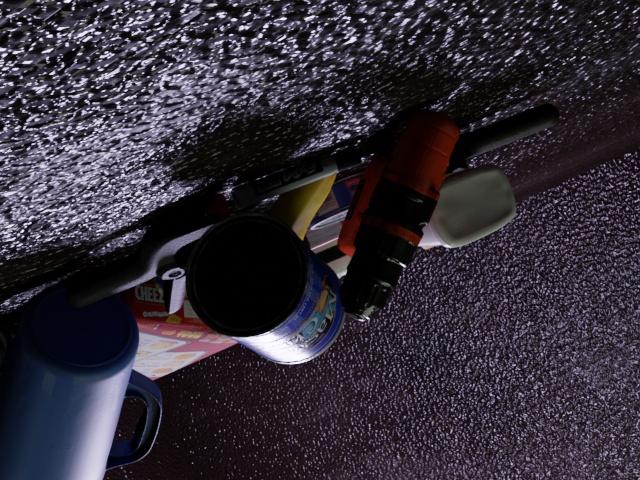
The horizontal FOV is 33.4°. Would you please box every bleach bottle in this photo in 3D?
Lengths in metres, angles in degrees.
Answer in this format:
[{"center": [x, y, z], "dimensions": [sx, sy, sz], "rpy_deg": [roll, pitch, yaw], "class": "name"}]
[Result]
[{"center": [0.098, -0.026, 1.147], "dimensions": [0.102, 0.068, 0.251], "rpy_deg": [-22, -175, -25], "class": "bleach bottle"}]

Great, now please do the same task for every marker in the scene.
[{"center": [-0.017, -0.055, 0.907], "dimensions": [0.121, 0.020, 0.020], "rpy_deg": [-21, 175, -18], "class": "marker"}]

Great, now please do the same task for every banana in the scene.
[{"center": [-0.022, -0.003, 1.003], "dimensions": [0.069, 0.037, 0.198], "rpy_deg": [-15, 143, -13], "class": "banana"}]

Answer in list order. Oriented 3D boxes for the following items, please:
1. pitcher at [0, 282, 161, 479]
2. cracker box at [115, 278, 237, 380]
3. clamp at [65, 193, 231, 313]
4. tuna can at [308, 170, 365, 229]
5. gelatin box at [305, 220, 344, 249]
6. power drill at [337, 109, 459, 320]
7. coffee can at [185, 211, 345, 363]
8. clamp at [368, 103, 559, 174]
[{"center": [-0.242, 0.153, 1.036], "dimensions": [0.149, 0.145, 0.243], "rpy_deg": [-38, 163, -43], "class": "pitcher"}, {"center": [-0.199, 0.093, 1.148], "dimensions": [0.163, 0.072, 0.214], "rpy_deg": [11, 153, -42], "class": "cracker box"}, {"center": [-0.128, 0.019, 0.935], "dimensions": [0.172, 0.039, 0.120], "rpy_deg": [-31, 158, 28], "class": "clamp"}, {"center": [0.021, -0.042, 1.136], "dimensions": [0.086, 0.034, 0.086], "rpy_deg": [-23, 175, -2], "class": "tuna can"}, {"center": [0.029, -0.022, 1.348], "dimensions": [0.073, 0.030, 0.089], "rpy_deg": [-28, -178, -36], "class": "gelatin box"}, {"center": [0.059, -0.017, 0.949], "dimensions": [0.188, 0.057, 0.184], "rpy_deg": [165, -50, -84], "class": "power drill"}, {"center": [-0.042, 0.044, 0.904], "dimensions": [0.103, 0.103, 0.140], "rpy_deg": [-23, 161, 7], "class": "coffee can"}, {"center": [0.139, -0.092, 1.109], "dimensions": [0.209, 0.036, 0.165], "rpy_deg": [-17, 173, -42], "class": "clamp"}]
